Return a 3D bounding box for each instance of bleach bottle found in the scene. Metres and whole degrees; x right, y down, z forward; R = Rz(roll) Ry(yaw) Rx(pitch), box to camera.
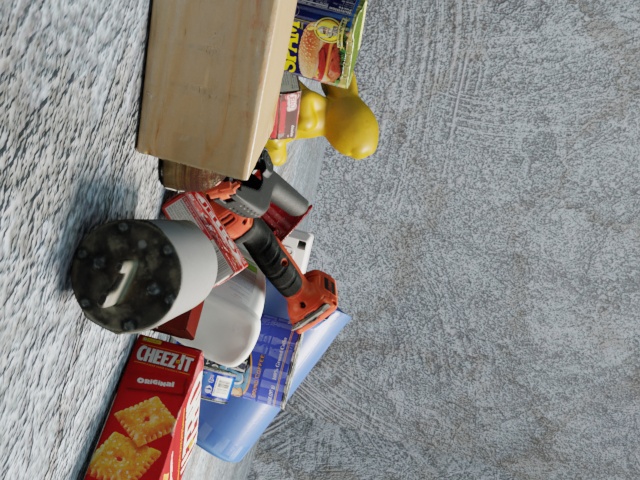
[{"bbox_3d":[-0.100,0.052,1.186,0.068,0.102,0.250,-61,-178,17],"label":"bleach bottle"}]

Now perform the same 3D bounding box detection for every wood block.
[{"bbox_3d":[-0.069,-0.162,0.772,0.090,0.090,0.206,-72,176,-56],"label":"wood block"}]

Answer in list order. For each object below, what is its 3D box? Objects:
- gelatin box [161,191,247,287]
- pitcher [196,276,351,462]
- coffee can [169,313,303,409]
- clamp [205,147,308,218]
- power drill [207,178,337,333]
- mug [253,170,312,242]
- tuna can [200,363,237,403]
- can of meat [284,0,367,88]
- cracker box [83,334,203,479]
[{"bbox_3d":[-0.105,-0.004,0.982,0.030,0.089,0.073,-32,-179,6],"label":"gelatin box"},{"bbox_3d":[-0.083,0.152,1.360,0.243,0.145,0.149,-55,159,-2],"label":"pitcher"},{"bbox_3d":[-0.097,0.128,1.229,0.103,0.140,0.103,16,88,-88],"label":"coffee can"},{"bbox_3d":[-0.070,-0.088,1.085,0.209,0.036,0.164,-35,110,-69],"label":"clamp"},{"bbox_3d":[-0.058,0.001,1.184,0.057,0.187,0.184,-36,-165,13],"label":"power drill"},{"bbox_3d":[-0.072,-0.033,1.315,0.093,0.081,0.117,-46,-175,21],"label":"mug"},{"bbox_3d":[-0.134,0.147,1.136,0.086,0.086,0.034,84,22,-83],"label":"tuna can"},{"bbox_3d":[-0.004,-0.203,1.049,0.102,0.084,0.057,99,8,-53],"label":"can of meat"},{"bbox_3d":[-0.166,0.221,0.971,0.164,0.072,0.213,103,2,-46],"label":"cracker box"}]
